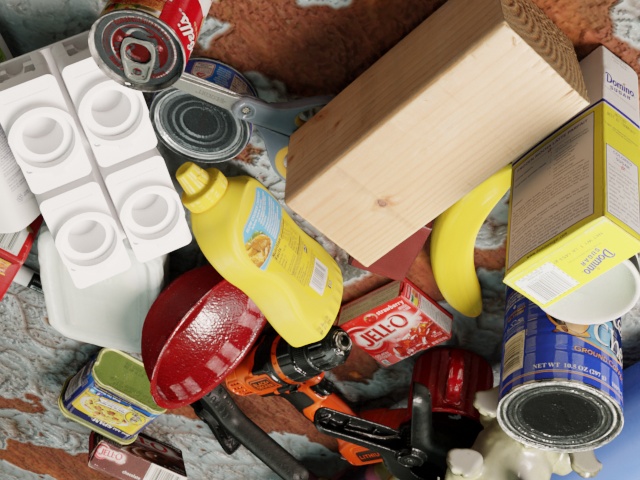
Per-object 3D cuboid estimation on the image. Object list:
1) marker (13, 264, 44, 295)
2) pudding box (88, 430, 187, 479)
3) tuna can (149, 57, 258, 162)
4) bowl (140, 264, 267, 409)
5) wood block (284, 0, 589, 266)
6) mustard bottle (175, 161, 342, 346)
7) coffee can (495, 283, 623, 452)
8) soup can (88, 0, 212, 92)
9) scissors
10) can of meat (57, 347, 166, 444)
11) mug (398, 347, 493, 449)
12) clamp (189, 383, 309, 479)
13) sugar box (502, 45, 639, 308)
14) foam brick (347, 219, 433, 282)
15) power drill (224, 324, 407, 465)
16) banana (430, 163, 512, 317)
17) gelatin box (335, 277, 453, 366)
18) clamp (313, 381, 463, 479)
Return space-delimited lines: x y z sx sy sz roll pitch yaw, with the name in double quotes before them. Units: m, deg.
"marker" -0.256 0.059 1.094 0.121 0.020 0.020 28 136 -15
"pudding box" -0.214 0.253 1.243 0.113 0.090 0.039 29 93 -15
"tuna can" -0.094 -0.104 0.861 0.086 0.033 0.086 8 138 7
"bowl" -0.116 0.078 1.005 0.055 0.161 0.162 37 144 23
"wood block" 0.077 -0.085 0.767 0.090 0.090 0.206 37 122 -25
"mustard bottle" -0.056 0.001 0.918 0.058 0.096 0.191 -19 129 32
"coffee can" 0.207 0.095 0.916 0.103 0.140 0.103 8 138 7
"soup can" -0.115 -0.163 0.751 0.068 0.102 0.068 8 138 7
"scissors" -0.057 -0.088 0.831 0.201 0.016 0.096 6 132 -21
"can of meat" -0.225 0.171 1.179 0.102 0.057 0.084 32 133 -20
"mug" 0.127 0.152 1.044 0.093 0.081 0.117 6 138 9
"clamp" -0.116 0.182 1.155 0.210 0.036 0.165 49 157 -18
"sugar box" 0.177 -0.047 0.743 0.048 0.176 0.094 34 135 -19
"foam brick" 0.061 -0.013 0.904 0.051 0.053 0.078 18 139 -5
"power drill" 0.015 0.155 1.082 0.187 0.057 0.185 39 145 -23
"banana" 0.128 0.001 0.913 0.069 0.037 0.198 14 138 1
"gelatin box" 0.070 0.079 1.019 0.073 0.030 0.089 39 132 -25
"clamp" 0.090 0.187 1.001 0.120 0.039 0.171 -24 133 40
